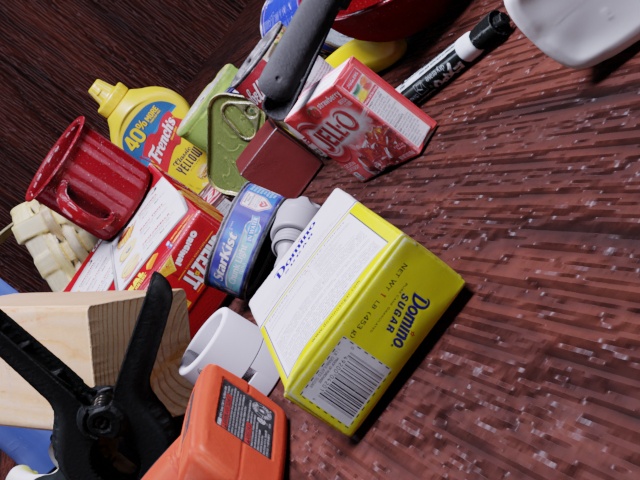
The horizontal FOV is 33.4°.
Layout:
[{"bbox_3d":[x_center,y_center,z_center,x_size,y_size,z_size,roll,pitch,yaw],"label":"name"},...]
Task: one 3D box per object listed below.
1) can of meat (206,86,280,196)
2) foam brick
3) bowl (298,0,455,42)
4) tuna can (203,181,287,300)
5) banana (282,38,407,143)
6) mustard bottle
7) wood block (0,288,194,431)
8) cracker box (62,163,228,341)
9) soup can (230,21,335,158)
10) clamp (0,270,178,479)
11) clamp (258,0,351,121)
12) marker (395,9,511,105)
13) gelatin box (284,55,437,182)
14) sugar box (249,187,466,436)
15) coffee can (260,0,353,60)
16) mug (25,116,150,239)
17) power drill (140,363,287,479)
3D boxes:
[{"bbox_3d":[-0.067,-0.105,1.020,0.083,0.057,0.102,-57,-25,-58],"label":"can of meat"},{"bbox_3d":[-0.037,-0.068,0.930,0.051,0.053,0.078,-52,13,6],"label":"foam brick"},{"bbox_3d":[0.064,-0.214,0.883,0.162,0.055,0.162,-24,35,18],"label":"bowl"},{"bbox_3d":[-0.055,0.001,0.804,0.086,0.034,0.086,24,-91,-85],"label":"tuna can"},{"bbox_3d":[0.016,-0.137,0.967,0.198,0.037,0.069,-44,44,42],"label":"banana"},{"bbox_3d":[-0.172,-0.113,1.179,0.096,0.191,0.058,-51,14,9],"label":"mustard bottle"},{"bbox_3d":[-0.198,0.087,0.791,0.207,0.090,0.090,-3,2,39],"label":"wood block"},{"bbox_3d":[-0.151,0.032,0.950,0.164,0.072,0.214,-55,23,1],"label":"cracker box"},{"bbox_3d":[-0.015,-0.124,0.890,0.069,0.102,0.068,-49,15,17],"label":"soup can"},{"bbox_3d":[-0.145,0.102,0.666,0.039,0.120,0.171,-71,-22,-71],"label":"clamp"},{"bbox_3d":[0.006,-0.181,0.782,0.210,0.036,0.164,-64,4,-6],"label":"clamp"},{"bbox_3d":[0.087,-0.121,0.728,0.121,0.020,0.020,-35,23,52],"label":"marker"},{"bbox_3d":[0.024,-0.079,0.718,0.030,0.073,0.089,-59,15,-21],"label":"gelatin box"},{"bbox_3d":[0.012,0.029,0.565,0.093,0.048,0.176,-53,11,3],"label":"sugar box"},{"bbox_3d":[0.007,-0.227,1.060,0.102,0.102,0.140,-56,14,-12],"label":"coffee can"},{"bbox_3d":[-0.210,-0.048,0.973,0.093,0.081,0.117,-48,23,18],"label":"mug"},{"bbox_3d":[-0.095,0.166,0.552,0.188,0.057,0.184,-49,15,16],"label":"power drill"}]
